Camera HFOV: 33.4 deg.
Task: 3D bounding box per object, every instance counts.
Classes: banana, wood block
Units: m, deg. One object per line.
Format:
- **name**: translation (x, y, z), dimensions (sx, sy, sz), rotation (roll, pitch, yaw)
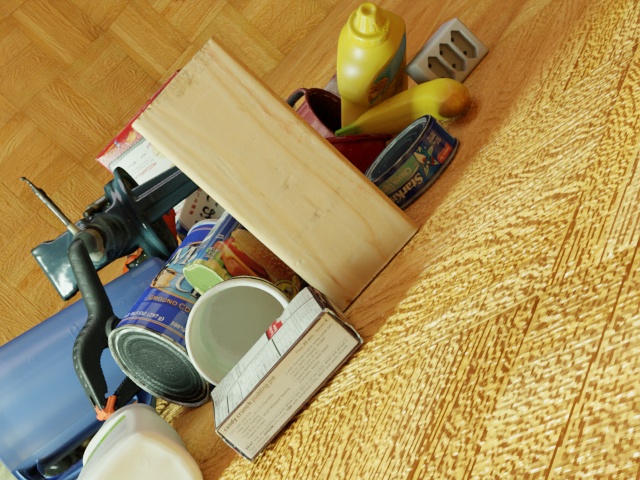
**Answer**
- **banana**: translation (0.090, -0.120, 0.994), dimensions (0.069, 0.037, 0.198), rotation (-41, 14, -26)
- **wood block**: translation (-0.036, -0.051, 0.814), dimensions (0.090, 0.206, 0.091), rotation (-48, 11, 0)

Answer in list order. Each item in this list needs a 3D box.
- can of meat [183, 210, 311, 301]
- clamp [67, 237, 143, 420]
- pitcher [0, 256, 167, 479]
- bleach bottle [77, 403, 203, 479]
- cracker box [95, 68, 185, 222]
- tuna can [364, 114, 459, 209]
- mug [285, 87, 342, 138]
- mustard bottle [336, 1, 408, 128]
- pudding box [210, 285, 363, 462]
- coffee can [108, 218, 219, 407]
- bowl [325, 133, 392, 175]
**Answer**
- **can of meat**: translation (-0.055, 0.022, 0.909), dimensions (0.083, 0.102, 0.058), rotation (-56, 15, -30)
- **clamp**: translation (-0.178, 0.082, 1.001), dimensions (0.039, 0.120, 0.171), rotation (128, 141, -67)
- **pitcher**: translation (-0.228, 0.131, 1.066), dimensions (0.242, 0.149, 0.145), rotation (-35, 13, -13)
- **bleach bottle**: translation (-0.149, 0.173, 0.852), dimensions (0.102, 0.068, 0.251), rotation (-48, 9, -3)
- **cracker box**: translation (-0.163, -0.097, 1.420), dimensions (0.164, 0.213, 0.072), rotation (-45, 10, 12)
- **tuna can**: translation (0.074, -0.064, 0.891), dimensions (0.086, 0.033, 0.086), rotation (-45, 12, 12)
- **mug**: translation (-0.009, -0.119, 1.201), dimensions (0.093, 0.117, 0.082), rotation (3, -42, -50)
- **mustard bottle**: translation (0.052, -0.175, 1.068), dimensions (0.096, 0.058, 0.191), rotation (-58, -16, -17)
- **pudding box**: translation (-0.026, 0.089, 0.735), dimensions (0.113, 0.039, 0.090), rotation (-49, 12, 1)
- **coffee can**: translation (-0.109, 0.064, 0.962), dimensions (0.103, 0.102, 0.140), rotation (-34, 18, 51)
- **bowl**: translation (-0.007, -0.063, 1.018), dimensions (0.162, 0.055, 0.162), rotation (-9, 1, 0)
